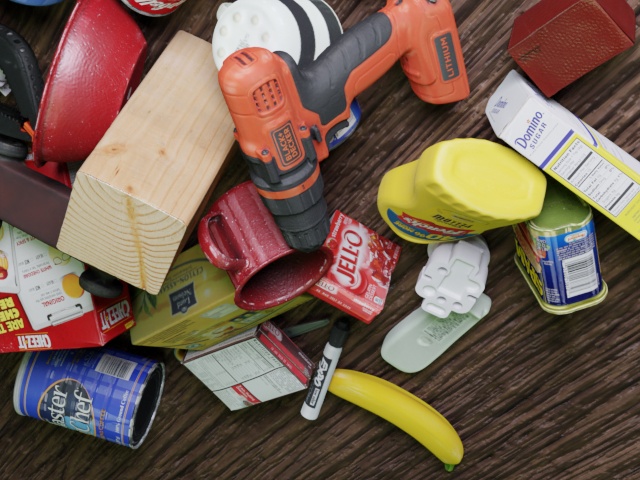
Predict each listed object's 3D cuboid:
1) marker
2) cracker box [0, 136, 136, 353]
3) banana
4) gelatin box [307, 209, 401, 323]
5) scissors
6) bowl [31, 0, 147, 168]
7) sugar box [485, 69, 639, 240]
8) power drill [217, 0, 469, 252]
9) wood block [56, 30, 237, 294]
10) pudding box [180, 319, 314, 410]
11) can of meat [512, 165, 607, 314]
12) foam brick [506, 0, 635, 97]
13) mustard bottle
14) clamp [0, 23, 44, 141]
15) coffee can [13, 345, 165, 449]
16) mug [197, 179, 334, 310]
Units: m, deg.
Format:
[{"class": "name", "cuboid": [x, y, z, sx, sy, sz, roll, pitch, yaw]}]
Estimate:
[{"class": "marker", "cuboid": [0.006, 0.134, 1.112, 0.020, 0.020, 0.121, 20, 115, 2]}, {"class": "cracker box", "cuboid": [-0.279, -0.005, 1.028, 0.164, 0.072, 0.214, -6, 101, 25]}, {"class": "banana", "cuboid": [0.087, 0.190, 1.144, 0.197, 0.037, 0.070, 38, 133, -14]}, {"class": "gelatin box", "cuboid": [0.029, 0.024, 0.979, 0.073, 0.089, 0.030, 29, 134, -7]}, {"class": "scissors", "cuboid": [-0.065, 0.125, 1.157, 0.202, 0.016, 0.096, -6, 129, 25]}, {"class": "bowl", "cuboid": [-0.183, -0.128, 0.876, 0.055, 0.162, 0.162, 19, 135, -6]}, {"class": "sugar box", "cuboid": [0.211, -0.058, 0.831, 0.176, 0.093, 0.048, 32, 109, -9]}, {"class": "power drill", "cuboid": [0.024, -0.097, 0.812, 0.057, 0.187, 0.184, 40, 158, 43]}, {"class": "wood block", "cuboid": [-0.123, -0.069, 0.872, 0.090, 0.206, 0.091, 26, 134, -4]}, {"class": "pudding box", "cuboid": [-0.077, 0.130, 1.126, 0.114, 0.039, 0.090, -23, 121, 32]}, {"class": "can of meat", "cuboid": [0.193, -0.004, 0.885, 0.057, 0.102, 0.084, -17, 124, 0]}, {"class": "foam brick", "cuboid": [0.185, -0.154, 0.787, 0.053, 0.051, 0.078, 44, 130, -19]}, {"class": "mustard bottle", "cuboid": [0.100, -0.034, 0.886, 0.096, 0.058, 0.192, 15, 168, -15]}, {"class": "clamp", "cuboid": [-0.313, -0.161, 0.919, 0.165, 0.036, 0.210, -35, 92, 25]}, {"class": "coffee can", "cuboid": [-0.259, 0.167, 1.207, 0.140, 0.102, 0.103, 15, 134, 6]}, {"class": "mug", "cuboid": [-0.056, 0.001, 0.902, 0.093, 0.117, 0.081, -48, 59, 35]}]
